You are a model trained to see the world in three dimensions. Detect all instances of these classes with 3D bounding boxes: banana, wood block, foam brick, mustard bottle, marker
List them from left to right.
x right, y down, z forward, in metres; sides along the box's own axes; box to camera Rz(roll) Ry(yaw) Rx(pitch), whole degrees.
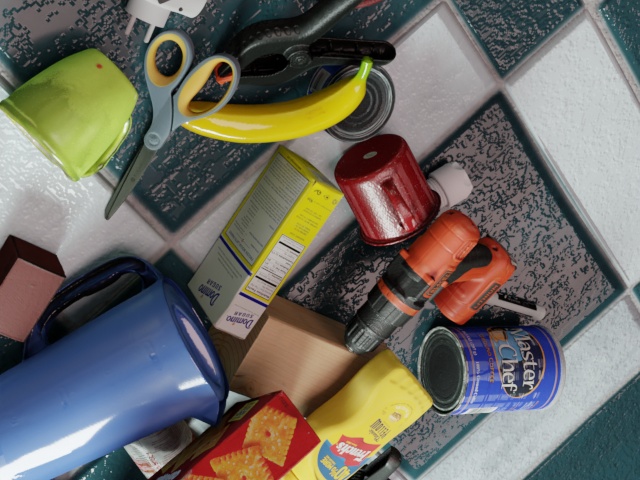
[{"bbox_3d":[-0.283,0.045,0.995,0.051,0.053,0.078,29,100,-34],"label":"foam brick"},{"bbox_3d":[-0.040,-0.125,1.011,0.198,0.037,0.069,-14,124,6],"label":"banana"},{"bbox_3d":[-0.013,0.132,1.147,0.205,0.090,0.091,25,102,-33],"label":"wood block"},{"bbox_3d":[0.023,0.202,1.107,0.191,0.058,0.096,-41,138,-2],"label":"mustard bottle"},{"bbox_3d":[0.220,0.073,1.272,0.120,0.020,0.020,18,106,-32],"label":"marker"}]

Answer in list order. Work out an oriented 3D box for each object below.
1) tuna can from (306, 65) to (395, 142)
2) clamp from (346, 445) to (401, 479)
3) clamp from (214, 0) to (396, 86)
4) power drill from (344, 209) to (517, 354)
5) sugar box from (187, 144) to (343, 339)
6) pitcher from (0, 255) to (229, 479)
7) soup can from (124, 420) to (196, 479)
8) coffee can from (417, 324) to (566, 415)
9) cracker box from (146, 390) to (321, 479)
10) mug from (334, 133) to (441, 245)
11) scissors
[{"bbox_3d":[0.031,-0.141,1.062,0.086,0.034,0.086,-11,119,-21],"label":"tuna can"},{"bbox_3d":[0.034,0.275,1.246,0.210,0.165,0.036,66,40,-52],"label":"clamp"},{"bbox_3d":[-0.013,-0.178,0.992,0.172,0.039,0.120,-18,146,18],"label":"clamp"},{"bbox_3d":[0.122,0.051,1.138,0.185,0.057,0.187,-48,157,18],"label":"power drill"},{"bbox_3d":[-0.057,0.001,1.057,0.048,0.093,0.176,26,103,-33],"label":"sugar box"},{"bbox_3d":[-0.223,0.135,1.020,0.243,0.149,0.145,-27,127,2],"label":"pitcher"},{"bbox_3d":[-0.175,0.199,1.116,0.068,0.069,0.102,-31,124,-8],"label":"soup can"},{"bbox_3d":[0.200,0.151,1.251,0.140,0.103,0.103,1,114,-26],"label":"coffee can"},{"bbox_3d":[-0.120,0.237,1.018,0.213,0.164,0.072,-37,92,-23],"label":"cracker box"},{"bbox_3d":[0.068,-0.049,1.081,0.093,0.117,0.081,-29,120,3],"label":"mug"},{"bbox_3d":[-0.161,-0.114,0.989,0.202,0.016,0.096,-38,97,18],"label":"scissors"}]
